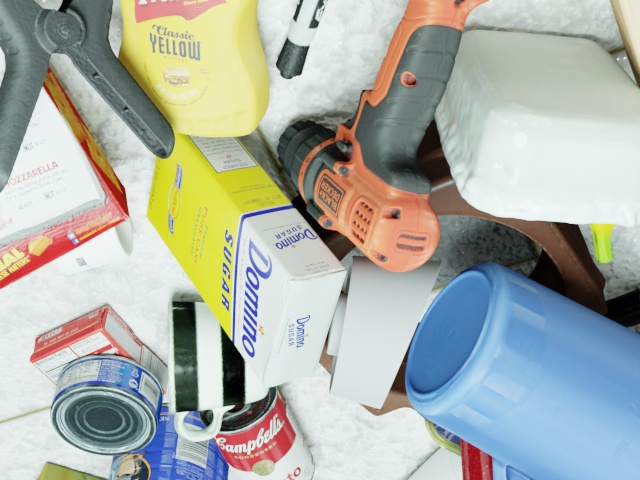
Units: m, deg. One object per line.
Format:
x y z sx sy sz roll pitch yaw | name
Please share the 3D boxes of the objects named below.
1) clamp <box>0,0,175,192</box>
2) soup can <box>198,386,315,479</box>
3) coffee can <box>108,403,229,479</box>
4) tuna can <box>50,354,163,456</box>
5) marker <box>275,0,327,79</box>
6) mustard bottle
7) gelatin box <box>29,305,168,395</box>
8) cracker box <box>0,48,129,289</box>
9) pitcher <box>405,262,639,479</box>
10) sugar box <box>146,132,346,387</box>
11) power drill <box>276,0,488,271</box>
-0.160 -0.111 0.612 0.039 0.120 0.171 -7 106 51 | clamp
-0.051 0.165 0.888 0.068 0.068 0.102 -14 127 11 | soup can
-0.129 0.221 0.886 0.103 0.140 0.103 0 128 0 | coffee can
-0.169 0.132 0.844 0.086 0.033 0.086 1 130 1 | tuna can
-0.004 -0.153 0.668 0.020 0.020 0.121 15 127 -11 | marker
-0.079 -0.157 0.639 0.096 0.058 0.192 12 128 13 | mustard bottle
-0.177 0.100 0.862 0.073 0.030 0.089 -24 125 20 | gelatin box
-0.243 -0.069 0.662 0.164 0.072 0.213 -29 115 0 | cracker box
0.175 0.123 0.705 0.242 0.149 0.145 29 134 -17 | pitcher
-0.055 0.001 0.694 0.048 0.176 0.093 -11 134 -30 | sugar box
0.036 -0.095 0.644 0.057 0.185 0.188 5 111 -27 | power drill
